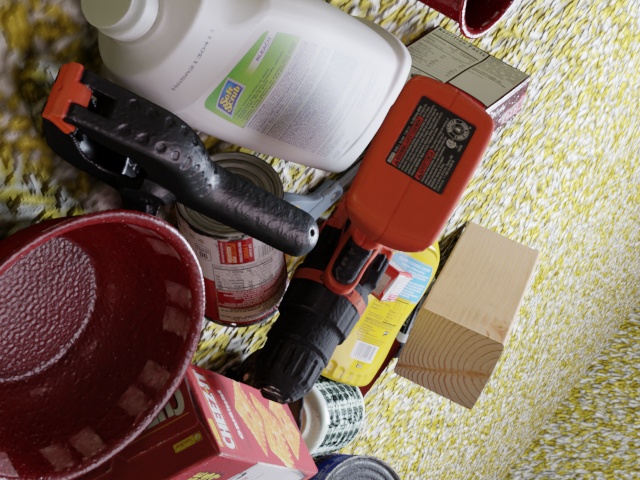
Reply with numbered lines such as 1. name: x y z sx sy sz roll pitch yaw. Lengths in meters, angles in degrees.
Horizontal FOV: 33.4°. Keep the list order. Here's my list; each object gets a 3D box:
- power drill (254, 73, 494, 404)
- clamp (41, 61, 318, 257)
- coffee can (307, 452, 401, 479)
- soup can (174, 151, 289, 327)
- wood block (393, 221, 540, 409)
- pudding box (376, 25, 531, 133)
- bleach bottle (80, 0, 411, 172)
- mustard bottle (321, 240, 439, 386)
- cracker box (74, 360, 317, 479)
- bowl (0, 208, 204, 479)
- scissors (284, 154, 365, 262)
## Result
1. power drill: 0.025 0.000 0.636 0.184 0.057 0.188 -62 -176 -26
2. clamp: -0.090 -0.035 0.546 0.171 0.120 0.039 40 55 -48
3. coffee can: 0.004 0.256 1.033 0.102 0.103 0.141 -44 -165 -28
4. soup can: -0.054 0.001 0.677 0.068 0.069 0.102 -44 156 -27
5. wood block: 0.160 0.074 1.134 0.205 0.091 0.090 -52 164 -57
6. pudding box: 0.089 -0.108 0.792 0.113 0.090 0.039 -36 150 -39
7. bleach bottle: -0.036 -0.102 0.576 0.102 0.068 0.250 -60 156 8
8. mustard bottle: 0.056 0.038 0.969 0.096 0.058 0.192 24 100 -46
9. cracker box: -0.111 0.157 0.710 0.164 0.072 0.213 -29 159 6
10. bowl: -0.139 0.048 0.555 0.161 0.055 0.162 -29 135 -34
11. scissors: 0.000 -0.040 0.802 0.201 0.016 0.096 -49 160 -16
